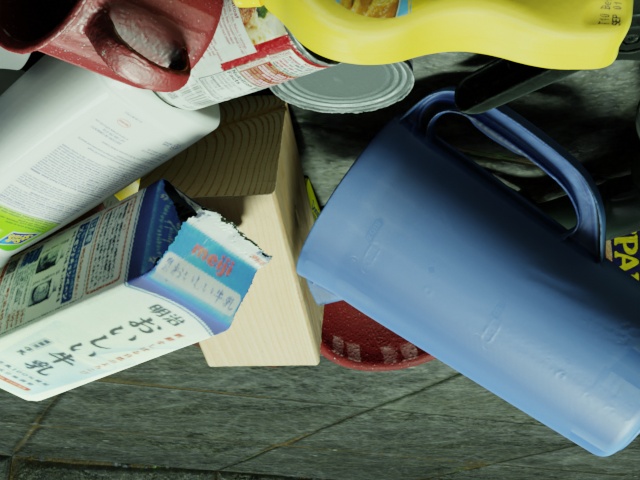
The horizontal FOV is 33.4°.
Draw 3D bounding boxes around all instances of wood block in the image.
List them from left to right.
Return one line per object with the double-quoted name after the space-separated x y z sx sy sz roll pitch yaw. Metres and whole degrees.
-0.055 0.000 0.768 0.091 0.090 0.206 -1 142 9 "wood block"

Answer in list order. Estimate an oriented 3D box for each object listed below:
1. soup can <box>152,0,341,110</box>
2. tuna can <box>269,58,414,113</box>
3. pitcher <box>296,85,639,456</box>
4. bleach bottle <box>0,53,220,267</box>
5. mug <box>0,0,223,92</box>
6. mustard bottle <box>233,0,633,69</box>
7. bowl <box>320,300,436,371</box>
-0.041 -0.112 0.562 0.102 0.068 0.068 -12 157 35 "soup can"
0.012 -0.107 0.622 0.086 0.034 0.086 2 161 0 "tuna can"
0.119 0.023 0.698 0.243 0.145 0.149 34 160 10 "pitcher"
-0.186 -0.043 0.656 0.251 0.068 0.102 -31 147 22 "bleach bottle"
-0.095 -0.113 0.505 0.093 0.117 0.081 -47 144 21 "mug"
0.036 -0.124 0.475 0.191 0.096 0.058 1 161 3 "mustard bottle"
0.063 0.045 0.939 0.162 0.055 0.162 -7 137 -7 "bowl"
